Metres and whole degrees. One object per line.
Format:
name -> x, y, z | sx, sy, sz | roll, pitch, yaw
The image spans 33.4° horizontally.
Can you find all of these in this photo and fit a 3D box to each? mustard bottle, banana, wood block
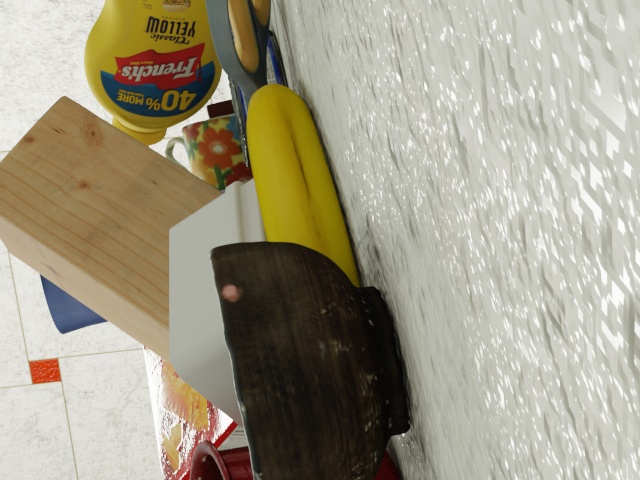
mustard bottle -> -0.114, -0.135, 0.743 | 0.192, 0.096, 0.058 | 113, 150, -42
banana -> -0.012, -0.018, 0.519 | 0.069, 0.037, 0.198 | 85, 172, -55
wood block -> -0.103, 0.010, 0.673 | 0.206, 0.090, 0.091 | 31, 159, 16

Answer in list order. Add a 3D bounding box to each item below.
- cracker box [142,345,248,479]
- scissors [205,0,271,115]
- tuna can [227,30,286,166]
cracker box -> -0.080, 0.100, 0.903 | 0.214, 0.072, 0.164 | -52, 43, 46
scissors -> -0.034, -0.097, 0.628 | 0.201, 0.016, 0.096 | 73, -158, -58
tuna can -> -0.041, -0.094, 0.697 | 0.086, 0.033, 0.086 | 168, 90, -85
